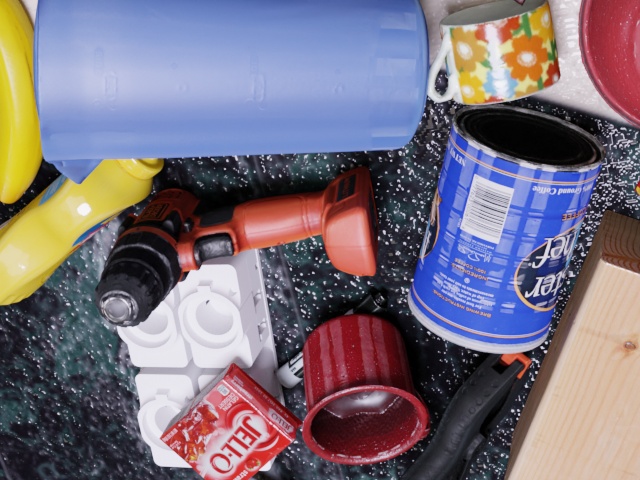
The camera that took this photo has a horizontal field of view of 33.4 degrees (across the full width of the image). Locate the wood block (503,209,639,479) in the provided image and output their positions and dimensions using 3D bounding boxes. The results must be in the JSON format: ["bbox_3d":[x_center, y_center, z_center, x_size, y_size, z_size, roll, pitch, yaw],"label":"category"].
[{"bbox_3d":[0.208,0.098,0.763,0.091,0.090,0.206,20,118,8],"label":"wood block"}]

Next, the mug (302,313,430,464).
[{"bbox_3d":[0.039,0.115,0.817,0.117,0.081,0.093,26,125,-27],"label":"mug"}]

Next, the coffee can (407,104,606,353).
[{"bbox_3d":[0.124,-0.009,0.729,0.103,0.102,0.140,16,118,8],"label":"coffee can"}]

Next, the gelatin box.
[{"bbox_3d":[-0.070,0.148,0.830,0.073,0.030,0.089,43,119,-6],"label":"gelatin box"}]

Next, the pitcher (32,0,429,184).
[{"bbox_3d":[-0.058,-0.124,0.679,0.242,0.145,0.149,0,157,-10],"label":"pitcher"}]

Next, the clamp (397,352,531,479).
[{"bbox_3d":[0.111,0.153,0.828,0.039,0.120,0.171,40,102,20],"label":"clamp"}]

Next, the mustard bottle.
[{"bbox_3d":[-0.183,-0.028,0.813,0.192,0.096,0.058,-36,100,27],"label":"mustard bottle"}]

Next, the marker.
[{"bbox_3d":[0.010,0.078,0.851,0.020,0.020,0.121,44,118,-7],"label":"marker"}]

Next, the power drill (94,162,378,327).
[{"bbox_3d":[-0.055,0.001,0.751,0.188,0.184,0.057,-6,113,8],"label":"power drill"}]

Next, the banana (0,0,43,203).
[{"bbox_3d":[-0.242,-0.121,0.823,0.070,0.037,0.198,6,116,33],"label":"banana"}]
